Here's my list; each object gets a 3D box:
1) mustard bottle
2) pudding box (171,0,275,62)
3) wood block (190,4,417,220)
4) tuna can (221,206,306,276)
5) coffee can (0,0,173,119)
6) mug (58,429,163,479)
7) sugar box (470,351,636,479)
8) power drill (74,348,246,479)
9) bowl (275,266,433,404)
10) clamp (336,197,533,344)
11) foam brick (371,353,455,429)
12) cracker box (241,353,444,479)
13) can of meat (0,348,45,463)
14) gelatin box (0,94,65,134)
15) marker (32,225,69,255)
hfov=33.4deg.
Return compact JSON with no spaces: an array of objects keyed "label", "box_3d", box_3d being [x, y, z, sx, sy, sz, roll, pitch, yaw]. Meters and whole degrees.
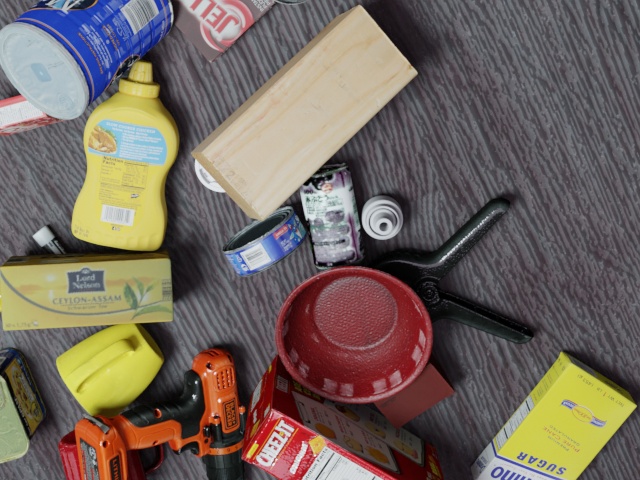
[{"label":"mustard bottle","box_3d":[-0.196,-0.090,1.099,0.096,0.058,0.192,10,105,-2]},{"label":"pudding box","box_3d":[-0.114,-0.249,1.065,0.090,0.039,0.113,-42,100,11]},{"label":"wood block","box_3d":[-0.018,-0.122,1.041,0.206,0.091,0.090,-44,101,-7]},{"label":"tuna can","box_3d":[-0.057,0.001,1.106,0.086,0.086,0.033,-29,104,8]},{"label":"coffee can","box_3d":[-0.221,-0.197,1.013,0.103,0.140,0.103,24,143,19]},{"label":"mug","box_3d":[-0.229,0.244,1.178,0.117,0.093,0.081,-18,100,-26]},{"label":"sugar box","box_3d":[0.255,0.218,1.177,0.093,0.048,0.176,32,102,-7]},{"label":"power drill","box_3d":[-0.161,0.224,1.134,0.187,0.057,0.184,-19,112,-38]},{"label":"bowl","box_3d":[0.035,0.088,1.110,0.162,0.055,0.162,2,115,4]},{"label":"clamp","box_3d":[0.123,0.059,1.142,0.210,0.036,0.164,-18,105,8]},{"label":"foam brick","box_3d":[0.095,0.154,1.153,0.078,0.051,0.053,-33,119,9]},{"label":"cracker box","box_3d":[0.026,0.224,1.122,0.213,0.164,0.072,31,101,-7]},{"label":"can of meat","box_3d":[-0.344,0.176,1.158,0.057,0.084,0.102,-16,104,5]},{"label":"gelatin box","box_3d":[-0.299,-0.127,1.075,0.073,0.089,0.030,-14,94,5]},{"label":"marker","box_3d":[-0.265,0.037,1.153,0.020,0.020,0.121,-35,101,9]}]
